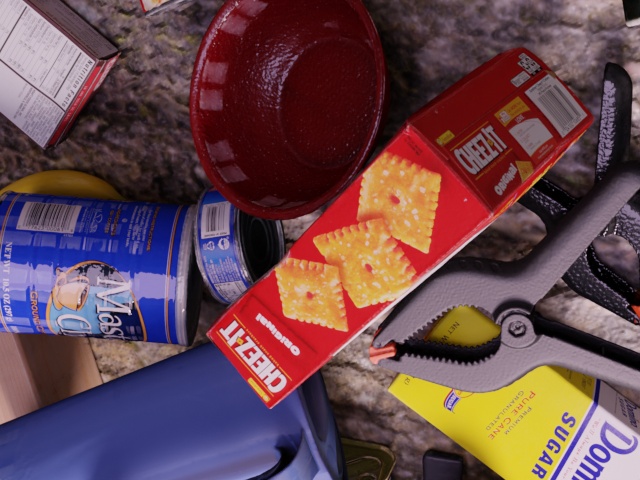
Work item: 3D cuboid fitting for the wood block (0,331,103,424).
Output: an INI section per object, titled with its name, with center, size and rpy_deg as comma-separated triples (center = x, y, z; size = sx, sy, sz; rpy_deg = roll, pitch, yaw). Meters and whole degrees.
[wood block]
center = -0.229, 0.152, 0.869
size = 0.091, 0.090, 0.206
rpy_deg = -9, 106, 22

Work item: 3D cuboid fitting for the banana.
[banana]
center = -0.232, -0.011, 0.837
size = 0.198, 0.037, 0.069
rpy_deg = -20, 100, 25

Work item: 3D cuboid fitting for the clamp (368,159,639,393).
[clamp]
center = 0.136, 0.056, 0.688
size = 0.210, 0.036, 0.164
rpy_deg = -21, 104, 20

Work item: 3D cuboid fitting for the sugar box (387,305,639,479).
[sugar box]
center = 0.145, 0.120, 0.747
size = 0.176, 0.048, 0.093
rpy_deg = 37, 116, 5

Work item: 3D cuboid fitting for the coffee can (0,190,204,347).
[coffee can]
center = -0.158, 0.020, 0.766
size = 0.140, 0.103, 0.103
rpy_deg = 4, 112, 1

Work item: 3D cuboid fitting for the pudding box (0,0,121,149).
[pudding box]
center = -0.215, -0.136, 0.783
size = 0.113, 0.039, 0.090
rpy_deg = 40, 117, 0

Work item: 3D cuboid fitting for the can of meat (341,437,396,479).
[can of meat]
center = 0.005, 0.201, 0.823
size = 0.102, 0.057, 0.084
rpy_deg = 7, 114, 18

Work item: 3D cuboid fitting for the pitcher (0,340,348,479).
[pitcher]
center = -0.109, 0.150, 0.741
size = 0.243, 0.149, 0.145
rpy_deg = -19, 65, 5

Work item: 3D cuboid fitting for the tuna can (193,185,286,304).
[tuna can]
center = -0.055, 0.001, 0.751
size = 0.034, 0.086, 0.086
rpy_deg = -8, 107, 20

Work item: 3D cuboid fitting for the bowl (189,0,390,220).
[bowl]
center = -0.010, -0.093, 0.697
size = 0.162, 0.055, 0.162
rpy_deg = -1, 88, 38

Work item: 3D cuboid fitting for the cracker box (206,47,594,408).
[cracker box]
center = 0.045, -0.010, 0.644
size = 0.072, 0.163, 0.214
rpy_deg = 49, 130, 3
